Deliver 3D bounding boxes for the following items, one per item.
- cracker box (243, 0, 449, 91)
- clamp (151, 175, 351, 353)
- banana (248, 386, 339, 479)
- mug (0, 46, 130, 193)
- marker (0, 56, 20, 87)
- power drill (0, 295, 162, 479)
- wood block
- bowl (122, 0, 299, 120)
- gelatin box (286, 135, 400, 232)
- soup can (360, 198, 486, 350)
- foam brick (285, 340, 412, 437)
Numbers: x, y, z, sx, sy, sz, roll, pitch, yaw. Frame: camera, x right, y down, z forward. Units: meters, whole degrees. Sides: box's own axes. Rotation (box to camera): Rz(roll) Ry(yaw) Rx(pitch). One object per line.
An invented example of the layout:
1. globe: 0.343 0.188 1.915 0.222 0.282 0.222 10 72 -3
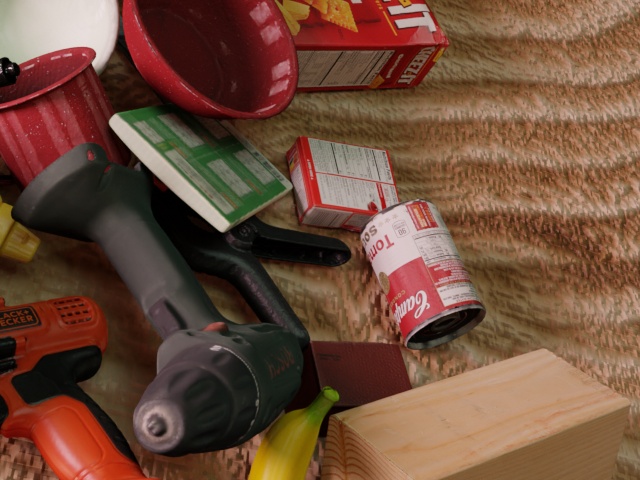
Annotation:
1. cracker box: -0.008 -0.220 0.968 0.213 0.072 0.164 -8 63 -36
2. clamp: -0.055 0.001 0.804 0.171 0.039 0.120 39 36 0
3. banana: -0.028 0.189 0.663 0.037 0.070 0.197 16 64 -19
4. mug: -0.193 -0.072 0.733 0.093 0.117 0.081 -102 172 -62
5. marker: -0.255 -0.099 0.711 0.020 0.121 0.020 -13 90 -75
6. power drill: -0.178 0.112 0.607 0.184 0.057 0.188 -11 50 -37
7. wood block: 0.108 0.152 0.739 0.205 0.091 0.090 -11 29 -36
8. bowl: -0.093 -0.151 0.807 0.161 0.055 0.162 27 48 -35
9. gelatin box: 0.021 -0.045 0.889 0.089 0.030 0.073 7 53 -27
10. soup can: 0.080 0.026 0.847 0.068 0.069 0.102 -5 61 -34
11. foam brick: 0.019 0.106 0.763 0.078 0.051 0.053 6 55 -28
